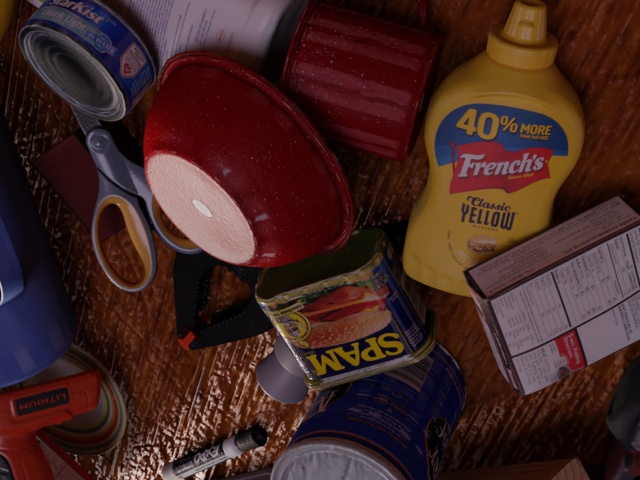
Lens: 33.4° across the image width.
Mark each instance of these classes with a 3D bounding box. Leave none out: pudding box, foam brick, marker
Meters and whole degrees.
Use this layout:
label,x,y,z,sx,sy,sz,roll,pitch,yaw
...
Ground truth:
label,x,y,z,sx,sy,sz,roll,pitch,yaw
pudding box,0.156,0.036,0.667,0.113,0.039,0.090,-27,122,-3
foam brick,-0.160,-0.049,0.785,0.051,0.053,0.078,-30,105,34
marker,-0.090,0.183,0.913,0.121,0.020,0.020,-29,105,34

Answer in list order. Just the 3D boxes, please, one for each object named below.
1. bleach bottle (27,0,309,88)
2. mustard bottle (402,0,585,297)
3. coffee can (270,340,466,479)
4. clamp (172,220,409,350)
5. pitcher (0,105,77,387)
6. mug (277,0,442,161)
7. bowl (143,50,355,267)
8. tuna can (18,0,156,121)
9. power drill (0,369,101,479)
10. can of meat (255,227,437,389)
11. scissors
label,x,y,z,sx,sy,sz,roll,pitch,yaw
bleach bottle,-0.135,-0.176,0.692,0.251,0.068,0.103,29,129,8
mustard bottle,0.111,-0.056,0.659,0.096,0.058,0.192,11,122,6
coffee can,0.038,0.140,0.757,0.103,0.140,0.103,11,123,17
clamp,-0.055,0.001,0.779,0.164,0.036,0.210,44,123,-5
pitcher,-0.270,-0.006,0.808,0.145,0.149,0.243,-9,119,12
mug,0.029,-0.108,0.655,0.081,0.093,0.117,17,88,8
bowl,-0.058,-0.036,0.665,0.162,0.055,0.162,32,150,21
tuna can,-0.149,-0.117,0.681,0.086,0.033,0.086,27,154,14
power drill,-0.196,0.203,0.861,0.057,0.184,0.187,152,105,-67
can of meat,0.017,0.045,0.728,0.102,0.057,0.084,-18,120,22
scissors,-0.131,-0.065,0.739,0.096,0.016,0.202,-10,99,-2
